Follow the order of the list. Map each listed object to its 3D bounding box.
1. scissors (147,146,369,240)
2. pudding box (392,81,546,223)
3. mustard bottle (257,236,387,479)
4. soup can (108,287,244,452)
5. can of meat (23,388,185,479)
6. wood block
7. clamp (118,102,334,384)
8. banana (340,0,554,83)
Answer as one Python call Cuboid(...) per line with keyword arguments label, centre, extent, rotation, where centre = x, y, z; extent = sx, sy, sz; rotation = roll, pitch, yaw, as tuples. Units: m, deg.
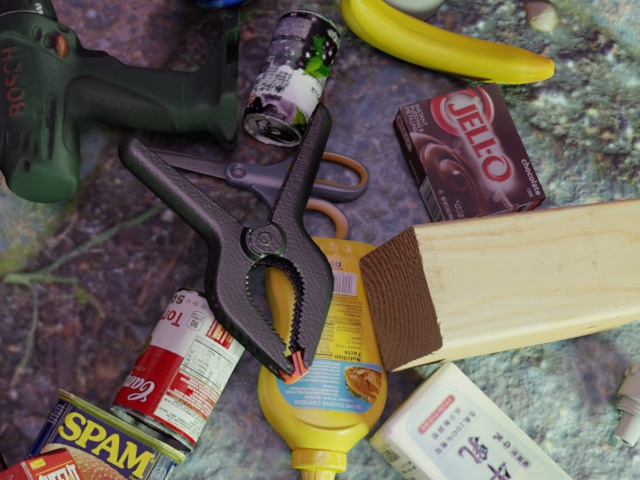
Cuboid(label="scissors", centre=(-0.059, -0.035, 0.856), extent=(0.201, 0.016, 0.096), rotation=(-1, 67, -8))
Cuboid(label="pudding box", centre=(0.121, -0.067, 0.880), extent=(0.090, 0.039, 0.113), rotation=(-17, 75, -13))
Cuboid(label="mustard bottle", centre=(0.002, 0.096, 0.802), extent=(0.096, 0.058, 0.191), rotation=(7, 71, -12))
Cuboid(label="soup can", centre=(-0.100, 0.094, 0.783), extent=(0.068, 0.068, 0.102), rotation=(27, 70, 1))
Cuboid(label="can of meat", centre=(-0.161, 0.167, 0.759), extent=(0.102, 0.057, 0.084), rotation=(28, 74, 2))
Cuboid(label="wood block", centre=(0.146, 0.032, 0.798), extent=(0.205, 0.091, 0.090), rotation=(-7, 75, -26))
Cuboid(label="clamp", centre=(-0.055, 0.001, 0.772), extent=(0.164, 0.036, 0.210), rotation=(-5, 74, -16))
Cuboid(label="banana", centre=(0.095, -0.167, 0.894), extent=(0.197, 0.070, 0.037), rotation=(20, 82, -9))
